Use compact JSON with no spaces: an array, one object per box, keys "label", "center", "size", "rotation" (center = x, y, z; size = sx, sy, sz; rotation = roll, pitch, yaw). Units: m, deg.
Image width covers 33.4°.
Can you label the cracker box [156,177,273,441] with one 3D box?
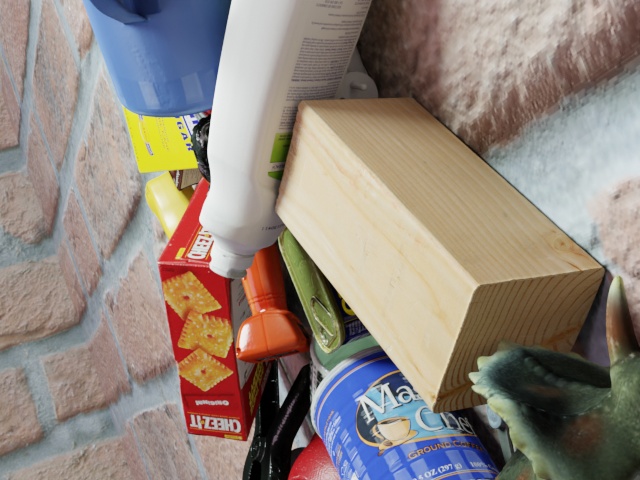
[{"label":"cracker box","center":[-0.092,0.061,1.040],"size":[0.164,0.072,0.214],"rotation":[-71,-17,-52]}]

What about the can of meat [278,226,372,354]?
[{"label":"can of meat","center":[0.027,0.022,0.791],"size":[0.102,0.083,0.057],"rotation":[68,160,12]}]

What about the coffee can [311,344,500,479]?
[{"label":"coffee can","center":[0.064,0.156,0.758],"size":[0.140,0.102,0.103],"rotation":[-120,22,-49]}]

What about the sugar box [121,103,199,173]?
[{"label":"sugar box","center":[-0.140,-0.121,1.103],"size":[0.177,0.048,0.093],"rotation":[0,108,54]}]

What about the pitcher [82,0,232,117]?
[{"label":"pitcher","center":[-0.116,-0.205,0.704],"size":[0.145,0.149,0.243],"rotation":[33,142,52]}]

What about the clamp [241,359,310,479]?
[{"label":"clamp","center":[-0.048,0.214,1.116],"size":[0.165,0.036,0.210],"rotation":[164,116,-68]}]

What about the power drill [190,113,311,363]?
[{"label":"power drill","center":[-0.056,0.001,0.853],"size":[0.184,0.057,0.187],"rotation":[56,-157,-79]}]

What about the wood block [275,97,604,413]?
[{"label":"wood block","center":[0.061,-0.001,0.650],"size":[0.206,0.090,0.090],"rotation":[51,136,45]}]

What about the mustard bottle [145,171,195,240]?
[{"label":"mustard bottle","center":[-0.145,0.014,1.265],"size":[0.192,0.058,0.096],"rotation":[61,176,27]}]

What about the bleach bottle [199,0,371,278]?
[{"label":"bleach bottle","center":[-0.034,-0.088,0.712],"size":[0.068,0.102,0.251],"rotation":[31,115,29]}]

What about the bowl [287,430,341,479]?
[{"label":"bowl","center":[0.013,0.261,1.026],"size":[0.162,0.055,0.162],"rotation":[28,125,49]}]
